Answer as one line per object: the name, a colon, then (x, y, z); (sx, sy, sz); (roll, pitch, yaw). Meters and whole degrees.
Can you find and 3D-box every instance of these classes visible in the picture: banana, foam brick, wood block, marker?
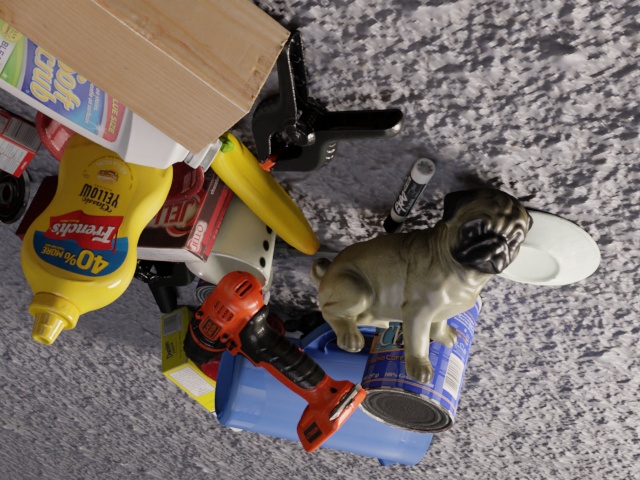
banana: (-0.063, -0.050, 1.003); (0.037, 0.070, 0.197); (-37, 141, 5)
foam brick: (-0.281, -0.025, 1.151); (0.051, 0.078, 0.053); (-2, 143, 33)
wood block: (-0.139, -0.168, 0.789); (0.206, 0.090, 0.091); (35, 148, -18)
marker: (0.080, -0.038, 0.982); (0.020, 0.020, 0.121); (19, 152, -2)

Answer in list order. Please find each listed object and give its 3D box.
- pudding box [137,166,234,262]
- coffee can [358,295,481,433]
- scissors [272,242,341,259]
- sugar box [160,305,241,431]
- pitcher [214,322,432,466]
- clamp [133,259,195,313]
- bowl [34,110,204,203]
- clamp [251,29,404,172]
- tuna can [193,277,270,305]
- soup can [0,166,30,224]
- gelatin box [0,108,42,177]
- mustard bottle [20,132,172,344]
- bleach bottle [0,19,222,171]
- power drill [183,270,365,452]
pudding box: (-0.144, -0.026, 1.048); (0.114, 0.090, 0.039); (0, 151, 43)
coffee can: (0.103, 0.115, 1.109); (0.103, 0.140, 0.103); (14, 151, 8)
scissors: (-0.057, 0.001, 1.133); (0.202, 0.016, 0.096); (-7, 142, 38)
sugar box: (-0.142, 0.170, 1.389); (0.048, 0.093, 0.176); (-21, 136, 16)
pitcher: (0.009, 0.168, 1.229); (0.242, 0.149, 0.145); (12, 161, -14)
clamp: (-0.211, 0.025, 1.235); (0.164, 0.036, 0.210); (27, 155, -17)
bowl: (-0.176, -0.100, 0.982); (0.162, 0.055, 0.162); (14, 151, 8)
clamp: (-0.003, -0.097, 0.899); (0.120, 0.039, 0.172); (38, 153, 2)
tuna can: (-0.102, 0.061, 1.244); (0.086, 0.033, 0.086); (14, 151, 8)
soup can: (-0.378, -0.058, 1.160); (0.102, 0.068, 0.068); (9, 150, 18)
gelatin box: (-0.333, -0.107, 1.088); (0.089, 0.030, 0.073); (29, 151, -18)
mustard bottle: (-0.201, 0.001, 0.913); (0.096, 0.191, 0.058); (19, 152, -2)
bleach bottle: (-0.188, -0.139, 0.854); (0.250, 0.068, 0.103); (32, 120, -10)
power drill: (-0.055, 0.129, 1.086); (0.187, 0.057, 0.185); (42, 149, 2)
